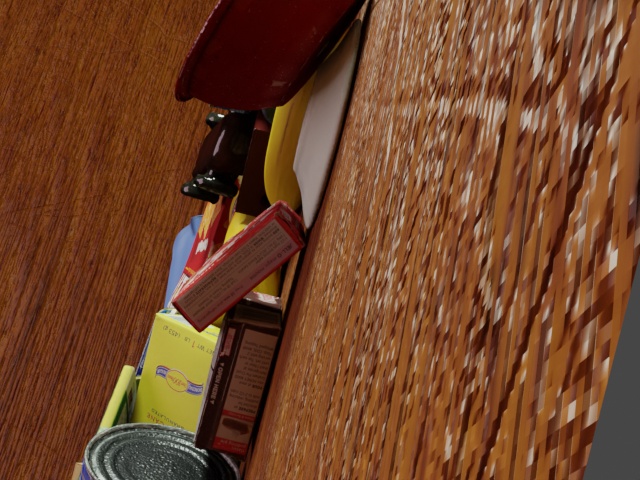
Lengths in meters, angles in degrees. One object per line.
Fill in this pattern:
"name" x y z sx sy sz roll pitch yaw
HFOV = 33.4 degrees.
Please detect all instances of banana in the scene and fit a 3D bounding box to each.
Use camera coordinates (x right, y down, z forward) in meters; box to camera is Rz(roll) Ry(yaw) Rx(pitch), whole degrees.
"banana" -0.009 -0.086 0.754 0.069 0.037 0.198 -51 -17 -54

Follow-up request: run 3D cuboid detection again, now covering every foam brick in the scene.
"foam brick" -0.033 -0.061 0.856 0.051 0.053 0.078 -82 6 -61

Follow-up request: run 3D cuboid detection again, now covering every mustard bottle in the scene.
"mustard bottle" -0.056 0.001 0.920 0.191 0.058 0.096 -82 4 -60

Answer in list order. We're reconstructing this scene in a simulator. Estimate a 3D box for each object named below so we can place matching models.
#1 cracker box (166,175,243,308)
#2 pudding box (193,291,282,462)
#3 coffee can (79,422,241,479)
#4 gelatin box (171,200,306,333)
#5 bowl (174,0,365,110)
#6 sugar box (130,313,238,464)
"cracker box" -0.094 0.000 1.124 0.164 0.072 0.214 -166 96 -78
"pudding box" -0.054 0.086 0.716 0.113 0.039 0.090 -93 17 -83
"coffee can" -0.117 0.207 0.703 0.103 0.102 0.140 -87 12 -72
"gelatin box" -0.050 0.014 0.684 0.089 0.030 0.073 -41 6 6
"bowl" -0.018 -0.133 0.639 0.162 0.055 0.162 -52 1 1
"sugar box" -0.106 0.153 0.826 0.048 0.093 0.176 10 -83 -49
